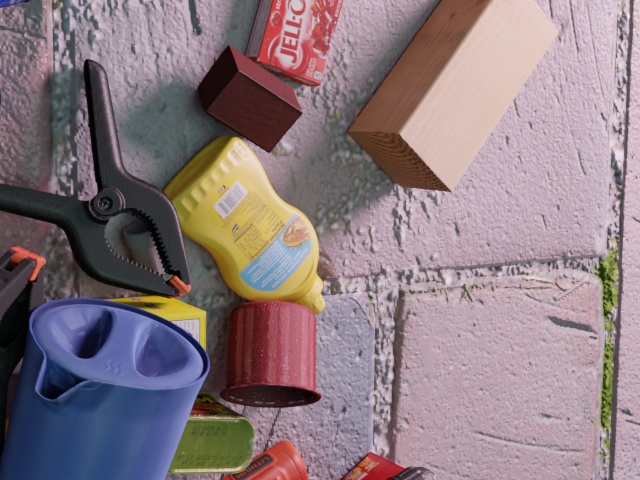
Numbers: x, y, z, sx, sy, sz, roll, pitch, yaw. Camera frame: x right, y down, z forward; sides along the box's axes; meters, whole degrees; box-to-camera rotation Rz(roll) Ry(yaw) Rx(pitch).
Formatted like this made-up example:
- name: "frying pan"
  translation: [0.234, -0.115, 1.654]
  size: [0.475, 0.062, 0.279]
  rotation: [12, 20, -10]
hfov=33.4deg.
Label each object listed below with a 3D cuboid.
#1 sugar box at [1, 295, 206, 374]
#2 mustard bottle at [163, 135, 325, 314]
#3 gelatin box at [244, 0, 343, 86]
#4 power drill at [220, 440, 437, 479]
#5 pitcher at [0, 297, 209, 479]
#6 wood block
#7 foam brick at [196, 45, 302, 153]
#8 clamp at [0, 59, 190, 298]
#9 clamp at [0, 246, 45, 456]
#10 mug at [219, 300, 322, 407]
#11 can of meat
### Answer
- name: "sugar box"
  translation: [-0.194, 0.076, 0.893]
  size: [0.175, 0.093, 0.048]
  rotation: [0, 96, -32]
- name: "mustard bottle"
  translation: [-0.057, 0.001, 0.988]
  size: [0.096, 0.058, 0.191]
  rotation: [-48, 117, -16]
- name: "gelatin box"
  translation: [-0.024, -0.197, 0.997]
  size: [0.073, 0.030, 0.089]
  rotation: [17, 88, -32]
- name: "power drill"
  translation: [-0.006, 0.243, 0.976]
  size: [0.184, 0.188, 0.057]
  rotation: [-28, 109, -24]
- name: "pitcher"
  translation: [-0.175, 0.173, 0.812]
  size: [0.149, 0.145, 0.243]
  rotation: [11, 110, -27]
- name: "wood block"
  translation: [0.133, -0.158, 1.064]
  size: [0.090, 0.090, 0.206]
  rotation: [43, 74, -29]
- name: "foam brick"
  translation: [-0.064, -0.126, 0.959]
  size: [0.078, 0.053, 0.051]
  rotation: [31, 112, -30]
- name: "clamp"
  translation: [-0.180, -0.039, 0.893]
  size: [0.210, 0.036, 0.164]
  rotation: [41, 73, -9]
- name: "clamp"
  translation: [-0.247, 0.087, 0.759]
  size: [0.120, 0.039, 0.171]
  rotation: [5, 102, -74]
- name: "mug"
  translation: [-0.042, 0.109, 0.994]
  size: [0.117, 0.093, 0.081]
  rotation: [59, 29, -66]
- name: "can of meat"
  translation: [-0.120, 0.173, 0.958]
  size: [0.101, 0.084, 0.057]
  rotation: [6, 93, -32]
